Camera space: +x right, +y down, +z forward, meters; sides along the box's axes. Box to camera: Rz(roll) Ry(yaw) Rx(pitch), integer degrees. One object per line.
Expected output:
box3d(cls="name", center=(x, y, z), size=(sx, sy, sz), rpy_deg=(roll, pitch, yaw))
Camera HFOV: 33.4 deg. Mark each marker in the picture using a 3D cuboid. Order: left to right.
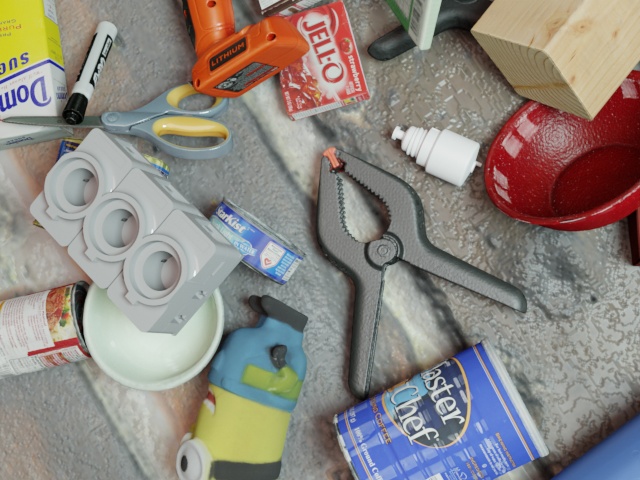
box3d(cls="marker", center=(-0.204, -0.148, 0.943), size=(0.020, 0.020, 0.121), rpy_deg=(3, 52, 9))

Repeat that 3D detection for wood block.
box3d(cls="wood block", center=(0.231, -0.211, 0.853), size=(0.206, 0.090, 0.091), rpy_deg=(-52, 40, -4))

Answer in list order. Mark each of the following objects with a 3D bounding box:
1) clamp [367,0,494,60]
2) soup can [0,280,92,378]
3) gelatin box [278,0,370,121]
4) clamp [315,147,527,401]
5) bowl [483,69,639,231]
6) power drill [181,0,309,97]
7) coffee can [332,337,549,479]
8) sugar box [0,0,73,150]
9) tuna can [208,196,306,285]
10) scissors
box3d(cls="clamp", center=(0.119, -0.204, 0.919), size=(0.171, 0.039, 0.120), rpy_deg=(9, 86, 14))
box3d(cls="soup can", center=(-0.248, 0.079, 0.931), size=(0.102, 0.068, 0.068), rpy_deg=(-14, 82, 8))
box3d(cls="gelatin box", center=(-0.003, -0.158, 0.937), size=(0.073, 0.030, 0.089), rpy_deg=(-15, 82, 7))
box3d(cls="clamp", center=(0.067, 0.010, 0.904), size=(0.164, 0.036, 0.210), rpy_deg=(-23, 80, 6))
box3d(cls="bowl", center=(0.215, -0.061, 0.856), size=(0.162, 0.055, 0.162), rpy_deg=(-23, 41, 22))
box3d(cls="power drill", center=(-0.073, -0.231, 0.909), size=(0.185, 0.057, 0.188), rpy_deg=(-28, 72, 35))
box3d(cls="coffee can", center=(0.095, 0.154, 0.850), size=(0.140, 0.102, 0.103), rpy_deg=(-28, 80, 5))
box3d(cls="sugar box", center=(-0.287, -0.175, 0.977), size=(0.093, 0.048, 0.176), rpy_deg=(-11, 81, 8))
box3d(cls="tuna can", center=(-0.056, 0.001, 0.900), size=(0.086, 0.086, 0.034), rpy_deg=(36, 92, 11))
box3d(cls="scissors", center=(-0.169, -0.116, 0.941), size=(0.202, 0.016, 0.096), rpy_deg=(13, 51, 9))
